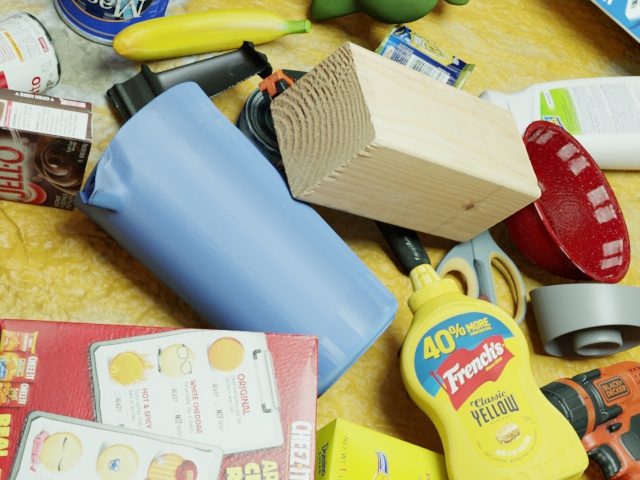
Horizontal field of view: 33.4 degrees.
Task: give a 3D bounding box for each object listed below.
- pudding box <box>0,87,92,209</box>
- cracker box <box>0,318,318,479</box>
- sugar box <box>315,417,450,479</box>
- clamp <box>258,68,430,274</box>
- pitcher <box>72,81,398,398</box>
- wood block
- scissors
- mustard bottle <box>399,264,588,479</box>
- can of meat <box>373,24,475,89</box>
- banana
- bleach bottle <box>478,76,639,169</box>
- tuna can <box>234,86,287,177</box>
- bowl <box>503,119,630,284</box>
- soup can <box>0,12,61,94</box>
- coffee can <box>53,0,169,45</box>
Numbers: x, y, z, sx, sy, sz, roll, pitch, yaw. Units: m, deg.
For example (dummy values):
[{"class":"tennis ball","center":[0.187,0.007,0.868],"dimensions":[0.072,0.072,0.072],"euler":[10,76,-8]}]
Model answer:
[{"class":"pudding box","center":[-0.222,-0.068,0.802],"dimensions":[0.090,0.114,0.039],"euler":[7,61,-17]},{"class":"cracker box","center":[-0.111,0.143,0.694],"dimensions":[0.213,0.072,0.164],"euler":[3,65,-3]},{"class":"sugar box","center":[0.074,0.202,0.779],"dimensions":[0.176,0.048,0.093],"euler":[21,54,-18]},{"class":"clamp","center":[0.037,-0.088,0.930],"dimensions":[0.209,0.036,0.164],"euler":[40,47,-23]},{"class":"pitcher","center":[-0.055,0.001,0.825],"dimensions":[0.243,0.145,0.149],"euler":[44,77,4]},{"class":"wood block","center":[0.071,-0.071,0.849],"dimensions":[0.205,0.091,0.090],"euler":[13,53,-44]},{"class":"scissors","center":[0.122,-0.013,0.947],"dimensions":[0.096,0.016,0.202],"euler":[-14,74,-22]},{"class":"mustard bottle","center":[0.113,0.102,0.793],"dimensions":[0.096,0.058,0.192],"euler":[-22,65,-4]},{"class":"can of meat","center":[0.092,-0.158,0.997],"dimensions":[0.084,0.057,0.102],"euler":[32,19,3]},{"class":"banana","center":[-0.106,-0.186,0.950],"dimensions":[0.197,0.070,0.037],"euler":[-16,98,-33]},{"class":"bleach bottle","center":[0.242,-0.119,1.050],"dimensions":[0.250,0.068,0.102],"euler":[0,57,-19]},{"class":"tuna can","center":[-0.031,-0.098,0.945],"dimensions":[0.086,0.034,0.086],"euler":[10,57,-16]},{"class":"bowl","center":[0.211,-0.025,0.962],"dimensions":[0.161,0.055,0.162],"euler":[28,46,-34]},{"class":"soup can","center":[-0.269,-0.135,0.853],"dimensions":[0.102,0.069,0.068],"euler":[-32,75,-34]},{"class":"coffee can","center":[-0.170,-0.251,0.918],"dimensions":[0.102,0.140,0.103],"euler":[10,57,-16]}]
